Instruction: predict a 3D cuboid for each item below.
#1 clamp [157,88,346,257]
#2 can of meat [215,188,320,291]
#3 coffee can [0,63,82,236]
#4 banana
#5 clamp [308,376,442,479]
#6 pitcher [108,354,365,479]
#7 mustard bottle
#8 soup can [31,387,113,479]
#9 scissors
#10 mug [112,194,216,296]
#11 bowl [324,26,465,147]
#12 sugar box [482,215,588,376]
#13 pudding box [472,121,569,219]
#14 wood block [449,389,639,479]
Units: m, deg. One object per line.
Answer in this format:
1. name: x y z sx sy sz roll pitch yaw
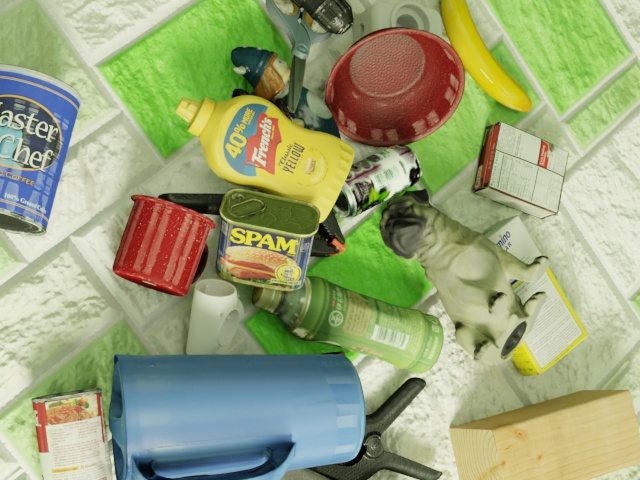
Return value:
1. clamp: -0.065 -0.043 1.172 0.210 0.036 0.164 44 68 -11
2. can of meat: -0.057 0.001 1.113 0.102 0.084 0.057 11 39 -1
3. coffee can: -0.297 -0.086 1.029 0.102 0.103 0.140 17 76 -23
4. banana: 0.199 -0.239 1.325 0.069 0.037 0.198 -31 97 -25
5. clamp: 0.061 0.236 1.195 0.171 0.039 0.120 -20 87 -20
6. pitcher: -0.081 0.178 1.039 0.242 0.145 0.149 -2 74 -16
7. mustard bottle: -0.065 -0.099 1.131 0.191 0.058 0.096 27 78 -13
8. soup can: -0.240 0.199 1.038 0.068 0.069 0.102 -7 87 -26
9. scissors: -0.037 -0.221 1.179 0.096 0.016 0.201 32 45 -5
10. mug: -0.157 0.011 1.101 0.117 0.093 0.081 34 71 -57
11. bowl: 0.081 -0.186 1.221 0.162 0.162 0.055 16 38 -23
12. sugar box: 0.243 0.068 1.302 0.093 0.048 0.176 -34 95 -25
13. pudding box: 0.250 -0.087 1.329 0.113 0.039 0.090 19 76 -21
14. wood block: 0.270 0.242 1.265 0.205 0.091 0.090 -10 88 -27
